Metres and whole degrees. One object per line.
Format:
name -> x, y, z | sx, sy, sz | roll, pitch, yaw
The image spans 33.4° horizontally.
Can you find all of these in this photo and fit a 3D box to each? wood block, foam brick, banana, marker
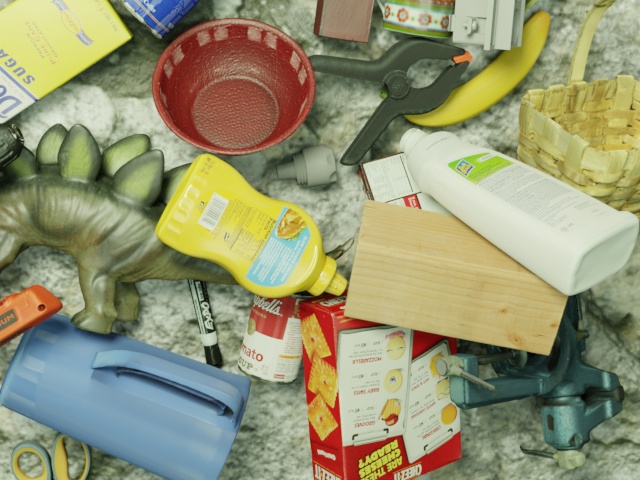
wood block -> 0.134, 0.035, 1.058 | 0.206, 0.090, 0.090 | 11, 123, 3
foam brick -> 0.025, -0.244, 1.086 | 0.051, 0.053, 0.078 | 6, 104, -9
banana -> 0.165, -0.170, 1.129 | 0.198, 0.037, 0.069 | -27, 107, 0
marker -> -0.126, 0.082, 1.161 | 0.020, 0.020, 0.121 | -12, 104, -5

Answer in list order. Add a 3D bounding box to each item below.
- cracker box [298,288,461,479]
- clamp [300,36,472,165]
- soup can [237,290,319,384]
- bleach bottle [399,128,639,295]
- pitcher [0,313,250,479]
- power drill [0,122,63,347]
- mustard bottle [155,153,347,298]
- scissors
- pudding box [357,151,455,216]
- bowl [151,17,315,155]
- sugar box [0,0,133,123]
cracker box -> 0.066, 0.153, 1.148 | 0.163, 0.072, 0.214 | -14, 108, -32
clamp -> 0.068, -0.166, 1.093 | 0.171, 0.039, 0.120 | -31, 111, 2
soup can -> -0.046, 0.096, 1.150 | 0.068, 0.068, 0.102 | 13, 102, -10
bleach bottle -> 0.179, -0.045, 1.044 | 0.102, 0.251, 0.068 | -24, 135, -32
pitcher -> -0.200, 0.159, 1.110 | 0.242, 0.145, 0.149 | 23, 103, -9
power drill -> -0.324, 0.004, 1.010 | 0.184, 0.057, 0.187 | -32, 87, 7
mustard bottle -> -0.057, 0.001, 1.040 | 0.191, 0.058, 0.096 | 30, 84, -15
scissors -> -0.300, 0.302, 1.193 | 0.096, 0.016, 0.202 | 5, 103, -7
pudding box -> 0.105, -0.052, 1.131 | 0.113, 0.039, 0.090 | -15, 73, -5
bowl -> -0.086, -0.143, 1.071 | 0.162, 0.055, 0.162 | 1, 64, -2
sugar box -> -0.285, -0.192, 1.061 | 0.176, 0.048, 0.093 | -34, 104, 0
